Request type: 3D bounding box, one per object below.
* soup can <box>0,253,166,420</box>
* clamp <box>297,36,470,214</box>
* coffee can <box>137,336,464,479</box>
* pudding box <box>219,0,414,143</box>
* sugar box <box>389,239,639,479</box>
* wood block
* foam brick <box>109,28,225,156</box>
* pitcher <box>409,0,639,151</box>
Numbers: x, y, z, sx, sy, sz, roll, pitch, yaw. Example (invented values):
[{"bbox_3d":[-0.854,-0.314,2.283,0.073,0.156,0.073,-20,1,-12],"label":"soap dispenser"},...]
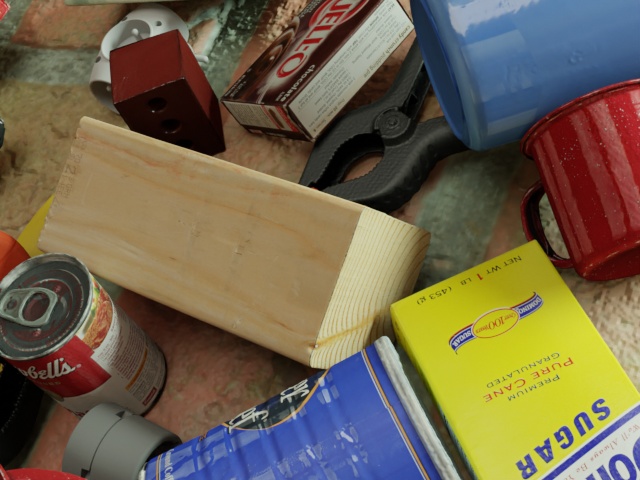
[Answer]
[{"bbox_3d":[-0.142,0.062,0.630,0.068,0.102,0.068,-10,55,15],"label":"soup can"},{"bbox_3d":[0.060,-0.064,0.675,0.171,0.039,0.120,-47,49,-5],"label":"clamp"},{"bbox_3d":[-0.005,0.125,0.533,0.140,0.102,0.103,-28,52,2],"label":"coffee can"},{"bbox_3d":[-0.003,-0.119,0.718,0.113,0.039,0.090,-51,30,-14],"label":"pudding box"},{"bbox_3d":[0.112,0.090,0.544,0.093,0.048,0.176,-25,50,-3],"label":"sugar box"},{"bbox_3d":[-0.054,0.001,0.629,0.206,0.090,0.090,20,90,31],"label":"wood block"},{"bbox_3d":[-0.105,-0.096,0.738,0.053,0.078,0.051,-18,52,9],"label":"foam brick"},{"bbox_3d":[0.175,-0.147,0.587,0.243,0.145,0.149,-20,75,1],"label":"pitcher"}]
